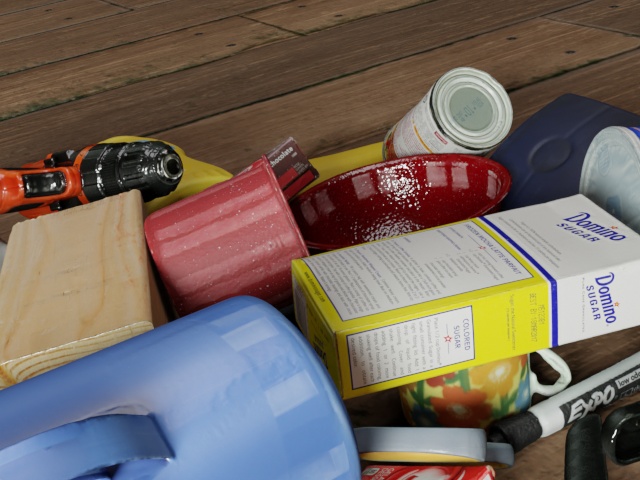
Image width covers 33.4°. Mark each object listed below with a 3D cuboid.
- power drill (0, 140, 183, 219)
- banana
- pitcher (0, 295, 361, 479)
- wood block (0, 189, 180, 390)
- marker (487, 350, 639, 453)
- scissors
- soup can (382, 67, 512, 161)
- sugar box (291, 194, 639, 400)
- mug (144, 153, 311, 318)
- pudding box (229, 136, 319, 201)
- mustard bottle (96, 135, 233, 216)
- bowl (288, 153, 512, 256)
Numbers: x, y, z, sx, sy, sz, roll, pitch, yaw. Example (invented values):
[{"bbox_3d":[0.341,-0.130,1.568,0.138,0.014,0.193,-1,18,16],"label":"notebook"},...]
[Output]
[{"bbox_3d":[-0.212,-0.036,0.737,0.185,0.057,0.187,-8,-1,44],"label":"power drill"},{"bbox_3d":[0.002,-0.055,0.886,0.197,0.037,0.070,-12,26,-8],"label":"banana"},{"bbox_3d":[-0.106,0.111,0.415,0.242,0.145,0.149,-25,24,-23],"label":"pitcher"},{"bbox_3d":[-0.130,0.053,0.613,0.090,0.091,0.206,-16,23,-5],"label":"wood block"},{"bbox_3d":[0.138,0.086,0.572,0.121,0.020,0.020,-20,28,-25],"label":"marker"},{"bbox_3d":[0.013,0.107,0.553,0.096,0.016,0.202,18,-19,-39],"label":"scissors"},{"bbox_3d":[0.097,-0.083,0.826,0.068,0.068,0.102,-19,-10,-22],"label":"soup can"},{"bbox_3d":[0.079,0.026,0.561,0.176,0.048,0.093,-10,25,-12],"label":"sugar box"},{"bbox_3d":[-0.054,0.001,0.633,0.081,0.093,0.117,-24,40,-1],"label":"mug"},{"bbox_3d":[-0.061,-0.022,0.755,0.090,0.039,0.114,-41,6,-25],"label":"pudding box"},{"bbox_3d":[-0.149,-0.046,0.885,0.096,0.058,0.192,-27,31,-24],"label":"mustard bottle"},{"bbox_3d":[0.055,-0.006,0.735,0.162,0.055,0.162,-12,22,5],"label":"bowl"}]
